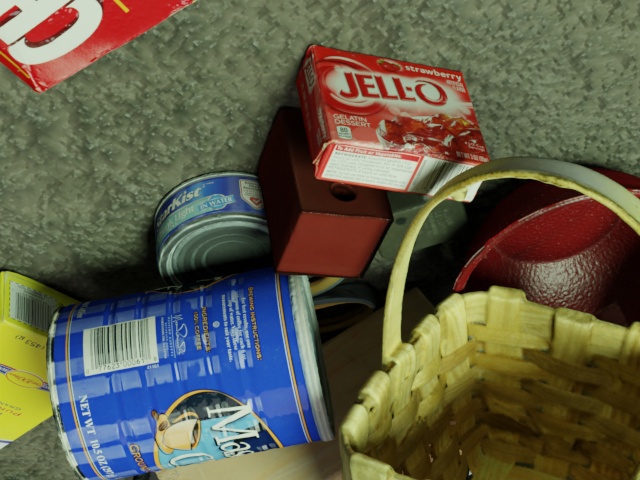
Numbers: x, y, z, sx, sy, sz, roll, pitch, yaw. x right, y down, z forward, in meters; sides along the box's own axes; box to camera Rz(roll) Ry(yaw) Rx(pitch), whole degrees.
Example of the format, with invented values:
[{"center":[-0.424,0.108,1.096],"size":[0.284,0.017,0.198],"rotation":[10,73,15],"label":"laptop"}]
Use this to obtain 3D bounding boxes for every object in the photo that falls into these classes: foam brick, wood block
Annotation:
[{"center":[0.001,-0.025,0.573],"size":[0.053,0.078,0.051],"rotation":[4,138,-19],"label":"foam brick"},{"center":[0.005,0.134,0.693],"size":[0.206,0.090,0.091],"rotation":[-30,144,-13],"label":"wood block"}]

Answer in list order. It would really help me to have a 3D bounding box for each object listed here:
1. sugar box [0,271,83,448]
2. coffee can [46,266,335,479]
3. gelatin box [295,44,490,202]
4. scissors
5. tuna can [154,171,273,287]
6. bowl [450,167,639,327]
[{"center":[-0.220,0.092,0.692],"size":[0.176,0.048,0.093],"rotation":[-35,134,26],"label":"sugar box"},{"center":[-0.069,0.074,0.601],"size":[0.140,0.103,0.103],"rotation":[-11,140,2],"label":"coffee can"},{"center":[0.036,-0.060,0.541],"size":[0.089,0.073,0.030],"rotation":[8,136,-19],"label":"gelatin box"},{"center":[-0.062,0.043,0.688],"size":[0.201,0.016,0.096],"rotation":[-7,142,-5],"label":"scissors"},{"center":[-0.054,0.001,0.626],"size":[0.086,0.034,0.086],"rotation":[-6,140,-5],"label":"tuna can"},{"center":[0.153,0.006,0.657],"size":[0.162,0.055,0.162],"rotation":[-6,140,-5],"label":"bowl"}]
